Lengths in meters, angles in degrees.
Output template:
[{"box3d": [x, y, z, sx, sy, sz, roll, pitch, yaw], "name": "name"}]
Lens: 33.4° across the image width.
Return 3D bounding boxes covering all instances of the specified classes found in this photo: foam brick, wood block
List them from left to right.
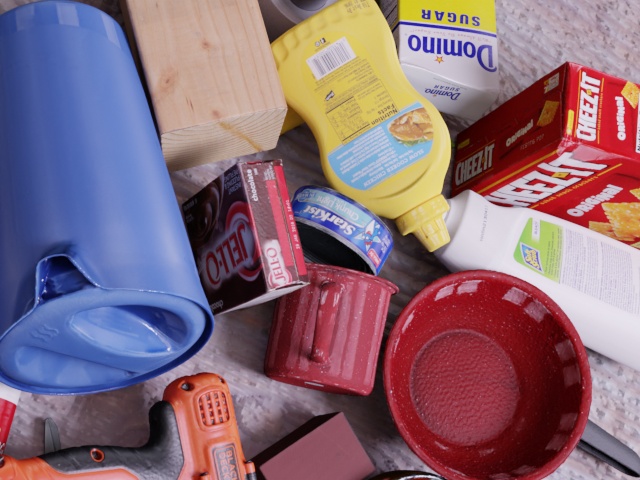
[{"box3d": [-0.097, -0.167, 0.774, 0.090, 0.091, 0.206, -14, 79, -11], "name": "wood block"}, {"box3d": [-0.010, 0.165, 0.766, 0.078, 0.053, 0.051, -29, 90, -25], "name": "foam brick"}]

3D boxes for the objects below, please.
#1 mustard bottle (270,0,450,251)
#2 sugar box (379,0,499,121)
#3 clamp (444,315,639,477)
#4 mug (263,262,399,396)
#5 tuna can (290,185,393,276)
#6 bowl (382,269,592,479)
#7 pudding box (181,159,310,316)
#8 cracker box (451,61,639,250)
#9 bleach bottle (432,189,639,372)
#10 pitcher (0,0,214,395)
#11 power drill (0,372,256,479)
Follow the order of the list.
[{"box3d": [0.041, -0.079, 0.789, 0.096, 0.058, 0.191, -30, 85, 7], "name": "mustard bottle"}, {"box3d": [0.096, -0.189, 0.877, 0.093, 0.048, 0.176, 13, 56, -20], "name": "sugar box"}, {"box3d": [0.162, 0.128, 0.852, 0.164, 0.036, 0.210, -14, 80, -20], "name": "clamp"}, {"box3d": [0.005, 0.064, 0.766, 0.093, 0.117, 0.081, 11, 78, 1], "name": "mug"}, {"box3d": [0.011, -0.004, 0.796, 0.086, 0.086, 0.033, 35, 71, -11], "name": "tuna can"}, {"box3d": [0.117, 0.106, 0.796, 0.162, 0.055, 0.162, 3, 74, -13], "name": "bowl"}, {"box3d": [-0.055, 0.001, 0.754, 0.039, 0.114, 0.090, -8, 81, -27], "name": "pudding box"}, {"box3d": [0.238, -0.054, 0.859, 0.213, 0.164, 0.072, 14, 70, -19], "name": "cracker box"}, {"box3d": [0.184, 0.019, 0.862, 0.250, 0.068, 0.102, 25, 48, -15], "name": "bleach bottle"}, {"box3d": [-0.156, -0.027, 0.694, 0.144, 0.149, 0.243, 8, 53, -37], "name": "pitcher"}, {"box3d": [-0.121, 0.186, 0.665, 0.187, 0.057, 0.184, -7, 81, -38], "name": "power drill"}]
